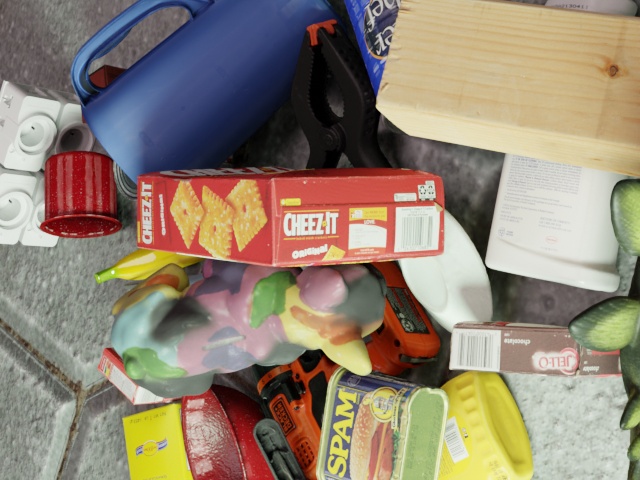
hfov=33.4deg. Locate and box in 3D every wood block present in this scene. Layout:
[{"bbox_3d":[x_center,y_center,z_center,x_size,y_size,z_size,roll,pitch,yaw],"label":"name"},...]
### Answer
[{"bbox_3d":[0.156,-0.108,0.745,0.206,0.090,0.091,13,87,23],"label":"wood block"}]

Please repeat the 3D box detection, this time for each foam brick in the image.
[{"bbox_3d":[-0.223,-0.158,1.199,0.051,0.078,0.053,-24,69,40],"label":"foam brick"}]

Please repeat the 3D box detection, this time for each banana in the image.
[{"bbox_3d":[-0.147,0.013,1.122,0.198,0.069,0.037,-20,104,33],"label":"banana"}]

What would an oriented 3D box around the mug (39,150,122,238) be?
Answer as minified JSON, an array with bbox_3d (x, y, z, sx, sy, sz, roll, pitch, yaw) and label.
[{"bbox_3d":[-0.279,-0.050,1.245,0.117,0.093,0.081,122,145,-71],"label":"mug"}]

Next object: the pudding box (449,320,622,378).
[{"bbox_3d":[0.168,0.083,0.802,0.114,0.089,0.039,1,85,44],"label":"pudding box"}]

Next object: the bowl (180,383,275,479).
[{"bbox_3d":[-0.080,0.205,1.026,0.162,0.055,0.162,38,135,53],"label":"bowl"}]

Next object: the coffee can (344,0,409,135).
[{"bbox_3d":[0.082,-0.174,0.895,0.103,0.102,0.140,-32,66,37],"label":"coffee can"}]

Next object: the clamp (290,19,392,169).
[{"bbox_3d":[0.027,-0.088,0.949,0.165,0.036,0.210,12,117,40],"label":"clamp"}]

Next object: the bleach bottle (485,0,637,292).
[{"bbox_3d":[0.197,-0.093,0.810,0.103,0.067,0.251,12,92,39],"label":"bleach bottle"}]

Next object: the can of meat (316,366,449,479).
[{"bbox_3d":[0.050,0.157,0.851,0.084,0.057,0.102,7,89,43],"label":"can of meat"}]

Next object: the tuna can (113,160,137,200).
[{"bbox_3d":[-0.193,-0.086,1.193,0.086,0.033,0.086,-4,84,43],"label":"tuna can"}]

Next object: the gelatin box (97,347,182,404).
[{"bbox_3d":[-0.176,0.140,1.121,0.073,0.089,0.030,33,110,40],"label":"gelatin box"}]

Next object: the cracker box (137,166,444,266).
[{"bbox_3d":[-0.030,-0.024,0.864,0.214,0.163,0.072,7,99,54],"label":"cracker box"}]

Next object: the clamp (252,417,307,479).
[{"bbox_3d":[-0.006,0.244,0.920,0.171,0.039,0.120,66,175,-24],"label":"clamp"}]

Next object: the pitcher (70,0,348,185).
[{"bbox_3d":[-0.102,-0.159,0.997,0.243,0.149,0.145,-41,64,6],"label":"pitcher"}]

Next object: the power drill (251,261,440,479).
[{"bbox_3d":[0.011,0.101,0.974,0.188,0.057,0.184,-49,56,31],"label":"power drill"}]

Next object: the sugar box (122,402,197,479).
[{"bbox_3d":[-0.156,0.265,1.121,0.094,0.048,0.176,-22,71,40],"label":"sugar box"}]

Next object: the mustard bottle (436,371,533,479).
[{"bbox_3d":[0.083,0.187,0.895,0.192,0.058,0.096,-34,64,36],"label":"mustard bottle"}]
